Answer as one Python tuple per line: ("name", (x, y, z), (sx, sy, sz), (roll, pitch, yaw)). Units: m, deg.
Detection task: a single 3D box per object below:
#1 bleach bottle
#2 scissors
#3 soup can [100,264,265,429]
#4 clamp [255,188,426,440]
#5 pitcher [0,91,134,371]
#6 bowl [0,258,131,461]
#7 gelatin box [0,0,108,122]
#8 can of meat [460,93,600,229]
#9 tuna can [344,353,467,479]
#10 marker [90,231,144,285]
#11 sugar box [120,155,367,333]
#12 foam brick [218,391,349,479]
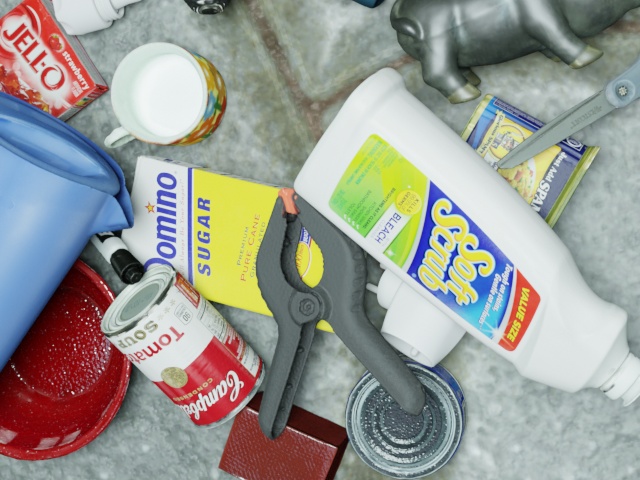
("bleach bottle", (0.107, 0.007, 0.673), (0.251, 0.068, 0.103), (40, 126, 7))
("scissors", (0.213, -0.088, 0.696), (0.096, 0.016, 0.201), (44, 81, -4))
("soup can", (-0.096, 0.074, 0.752), (0.068, 0.068, 0.102), (-36, 114, 12))
("clamp", (0.008, 0.048, 0.714), (0.120, 0.039, 0.171), (-4, 92, 18))
("pitcher", (-0.254, 0.018, 0.721), (0.149, 0.144, 0.243), (43, 105, 38))
("bowl", (-0.209, 0.081, 0.807), (0.162, 0.055, 0.162), (1, 93, 12))
("gelatin box", (-0.216, -0.131, 0.809), (0.073, 0.030, 0.089), (-33, 86, 12))
("can of meat", (0.127, -0.038, 0.727), (0.084, 0.057, 0.102), (30, 99, 10))
("tuna can", (0.061, 0.126, 0.762), (0.086, 0.033, 0.086), (1, 93, 12))
("marker", (-0.159, -0.004, 0.776), (0.020, 0.020, 0.121), (-55, 47, 9))
("sugar box", (-0.055, 0.001, 0.774), (0.176, 0.048, 0.093), (13, 96, 10))
("foam brick", (-0.025, 0.151, 0.773), (0.078, 0.051, 0.053), (23, 98, 10))
